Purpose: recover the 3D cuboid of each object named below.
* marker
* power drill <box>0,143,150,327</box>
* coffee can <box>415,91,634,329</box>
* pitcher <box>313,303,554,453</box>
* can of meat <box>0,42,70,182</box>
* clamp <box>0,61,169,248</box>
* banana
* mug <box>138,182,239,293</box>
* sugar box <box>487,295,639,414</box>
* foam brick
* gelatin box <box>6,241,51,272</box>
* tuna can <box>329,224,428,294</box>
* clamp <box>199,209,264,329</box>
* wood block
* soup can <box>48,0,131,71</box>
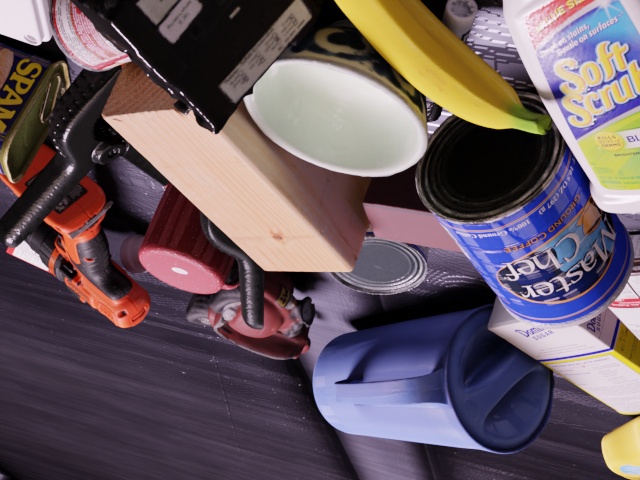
[{"bbox_3d":[0.078,-0.111,0.676,0.020,0.020,0.121,19,155,3],"label":"marker"},{"bbox_3d":[-0.250,-0.013,1.046,0.185,0.057,0.187,35,157,22],"label":"power drill"},{"bbox_3d":[0.140,-0.018,0.720,0.103,0.102,0.140,0,148,36],"label":"coffee can"},{"bbox_3d":[0.091,0.137,1.037,0.149,0.145,0.243,44,151,-21],"label":"pitcher"},{"bbox_3d":[-0.258,-0.107,0.839,0.084,0.102,0.057,21,154,4],"label":"can of meat"},{"bbox_3d":[-0.178,-0.074,0.828,0.036,0.164,0.210,52,153,17],"label":"clamp"},{"bbox_3d":[0.050,-0.128,0.609,0.197,0.037,0.070,42,156,-7],"label":"banana"},{"bbox_3d":[-0.106,0.001,0.967,0.093,0.081,0.117,-3,147,40],"label":"mug"},{"bbox_3d":[0.244,0.095,0.941,0.176,0.048,0.094,35,152,-22],"label":"sugar box"},{"bbox_3d":[0.079,-0.030,0.800,0.078,0.053,0.051,11,154,22],"label":"foam brick"},{"bbox_3d":[-0.299,0.009,1.190,0.089,0.030,0.073,26,153,-14],"label":"gelatin box"},{"bbox_3d":[0.049,0.009,0.902,0.086,0.033,0.086,6,145,4],"label":"tuna can"},{"bbox_3d":[-0.056,0.001,0.913,0.171,0.120,0.039,44,178,-34],"label":"clamp"},{"bbox_3d":[-0.049,-0.066,0.779,0.091,0.090,0.206,0,148,35],"label":"wood block"},{"bbox_3d":[-0.117,-0.150,0.684,0.102,0.068,0.068,-5,145,42],"label":"soup can"}]
